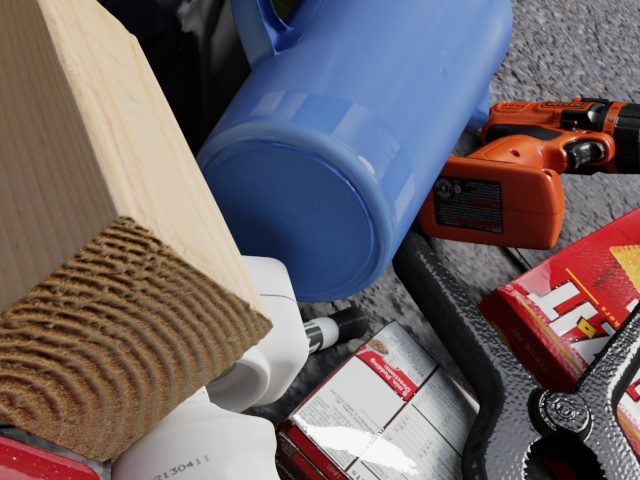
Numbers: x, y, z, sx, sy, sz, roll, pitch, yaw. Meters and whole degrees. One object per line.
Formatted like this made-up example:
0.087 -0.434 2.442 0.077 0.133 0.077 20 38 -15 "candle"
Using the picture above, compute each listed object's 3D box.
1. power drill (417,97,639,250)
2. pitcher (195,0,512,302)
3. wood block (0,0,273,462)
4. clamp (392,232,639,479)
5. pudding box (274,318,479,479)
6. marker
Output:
0.165 -0.051 0.726 0.185 0.057 0.187 6 23 37 "power drill"
0.014 -0.085 0.597 0.149 0.145 0.242 16 40 11 "pitcher"
-0.109 -0.026 0.437 0.090 0.091 0.206 41 14 -45 "wood block"
0.107 0.087 0.545 0.164 0.036 0.210 14 54 -5 "clamp"
0.034 0.102 0.546 0.090 0.039 0.113 45 41 6 "pudding box"
-0.017 0.055 0.568 0.120 0.020 0.020 -14 60 -45 "marker"
